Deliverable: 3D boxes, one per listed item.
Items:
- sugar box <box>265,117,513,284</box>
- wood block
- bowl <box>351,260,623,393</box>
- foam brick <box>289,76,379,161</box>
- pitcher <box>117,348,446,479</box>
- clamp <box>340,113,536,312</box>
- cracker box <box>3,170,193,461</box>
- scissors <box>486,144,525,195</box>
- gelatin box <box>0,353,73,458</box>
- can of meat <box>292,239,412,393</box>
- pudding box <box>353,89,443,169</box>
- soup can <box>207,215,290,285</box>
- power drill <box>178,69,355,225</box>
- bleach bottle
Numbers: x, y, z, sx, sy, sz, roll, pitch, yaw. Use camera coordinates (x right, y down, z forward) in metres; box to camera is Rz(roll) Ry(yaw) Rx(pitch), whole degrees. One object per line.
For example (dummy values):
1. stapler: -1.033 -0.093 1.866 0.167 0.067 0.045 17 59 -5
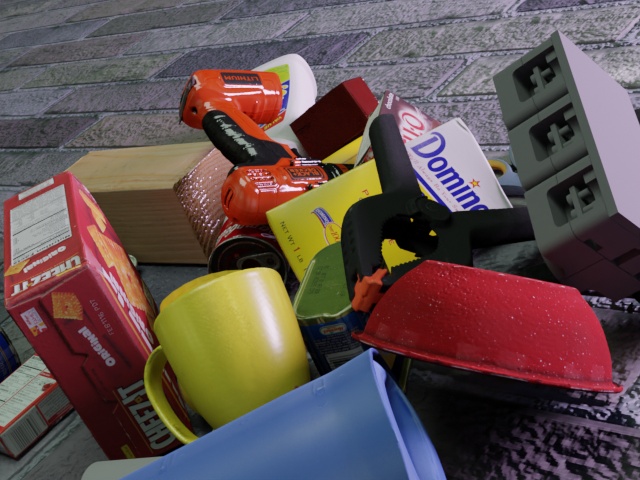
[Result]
1. sugar box: 0.055 -0.019 0.850 0.176 0.093 0.048 -28 -11 -2
2. wood block: -0.175 -0.037 1.081 0.207 0.091 0.090 0 35 40
3. bowl: 0.102 0.047 0.633 0.162 0.055 0.162 11 -1 0
4. foam brick: 0.019 -0.120 1.072 0.078 0.053 0.051 -35 -2 29
5. pitcher: -0.048 0.162 0.584 0.243 0.149 0.145 -24 60 7
6. clamp: 0.066 -0.018 0.755 0.165 0.036 0.209 34 39 17
7. cracker box: -0.175 0.055 0.832 0.072 0.164 0.214 -29 27 -4
8. scissors: 0.165 -0.036 0.880 0.096 0.016 0.201 -18 27 17
9. gelatin box: -0.245 0.136 0.892 0.073 0.030 0.089 5 39 47
10. can of meat: 0.025 0.057 0.750 0.058 0.084 0.102 -13 29 22
11. pudding box: 0.081 -0.076 0.939 0.039 0.090 0.113 -54 11 29
12. soup can: -0.056 0.001 0.938 0.069 0.068 0.102 -16 27 16
13. power drill: -0.031 -0.083 0.958 0.184 0.057 0.188 -4 39 -35
14. bleach bottle: -0.045 -0.121 1.158 0.102 0.068 0.251 -23 29 6
